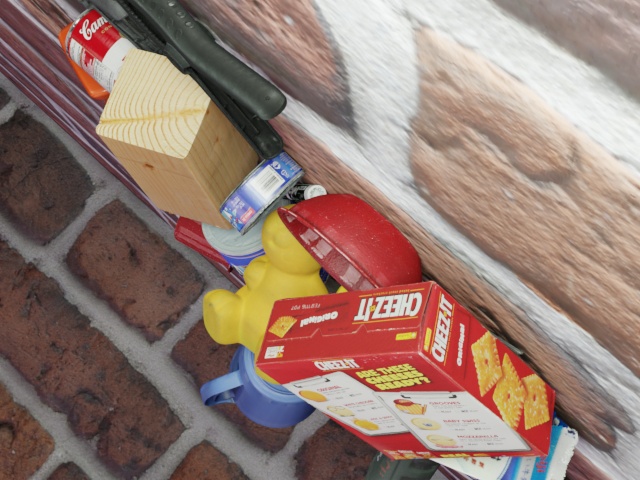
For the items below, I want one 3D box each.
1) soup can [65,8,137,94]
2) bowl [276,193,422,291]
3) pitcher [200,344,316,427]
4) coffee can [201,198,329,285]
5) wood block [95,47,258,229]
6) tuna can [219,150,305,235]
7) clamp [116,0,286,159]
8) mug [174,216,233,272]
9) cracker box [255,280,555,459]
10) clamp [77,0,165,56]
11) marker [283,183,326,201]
[{"bbox_3d":[-0.196,-0.180,1.064,0.102,0.068,0.068,40,171,20],"label":"soup can"},{"bbox_3d":[0.037,0.009,0.945,0.162,0.055,0.162,42,172,7],"label":"bowl"},{"bbox_3d":[-0.056,0.161,1.318,0.145,0.149,0.243,29,166,2],"label":"pitcher"},{"bbox_3d":[-0.058,0.001,1.199,0.103,0.102,0.140,38,170,35],"label":"coffee can"},{"bbox_3d":[-0.131,-0.091,1.033,0.091,0.090,0.206,17,166,11],"label":"wood block"},{"bbox_3d":[-0.055,-0.046,1.006,0.034,0.086,0.086,45,172,0],"label":"tuna can"},{"bbox_3d":[-0.101,-0.149,0.866,0.210,0.036,0.164,44,172,10],"label":"clamp"},{"bbox_3d":[-0.120,-0.029,1.301,0.081,0.117,0.093,27,158,3],"label":"mug"},{"bbox_3d":[0.077,0.116,0.903,0.164,0.072,0.213,-10,144,37],"label":"cracker box"},{"bbox_3d":[-0.206,-0.230,0.957,0.171,0.039,0.120,40,171,8],"label":"clamp"},{"bbox_3d":[-0.020,-0.048,1.060,0.020,0.020,0.121,45,172,-14],"label":"marker"}]
